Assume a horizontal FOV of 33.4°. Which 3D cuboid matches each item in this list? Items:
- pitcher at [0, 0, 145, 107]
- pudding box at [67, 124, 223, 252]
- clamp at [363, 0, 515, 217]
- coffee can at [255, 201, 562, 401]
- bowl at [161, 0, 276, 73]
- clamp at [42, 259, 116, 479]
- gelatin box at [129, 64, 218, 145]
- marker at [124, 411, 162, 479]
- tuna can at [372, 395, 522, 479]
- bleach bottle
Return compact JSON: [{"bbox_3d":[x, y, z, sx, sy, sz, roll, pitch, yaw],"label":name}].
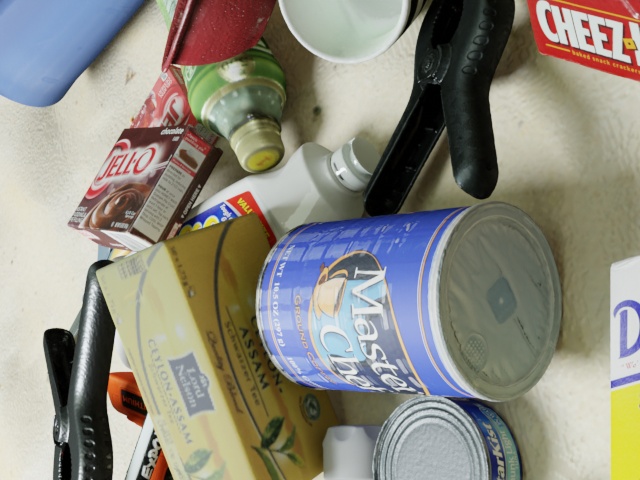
[{"bbox_3d":[-0.208,-0.232,0.894,0.243,0.144,0.149,-37,32,29],"label":"pitcher"},{"bbox_3d":[-0.130,-0.038,0.781,0.114,0.039,0.090,7,66,53],"label":"pudding box"},{"bbox_3d":[0.072,-0.090,0.631,0.120,0.039,0.171,-19,53,54],"label":"clamp"},{"bbox_3d":[0.047,0.035,0.596,0.141,0.102,0.103,-5,78,48],"label":"coffee can"},{"bbox_3d":[-0.055,-0.179,0.695,0.162,0.055,0.162,-164,90,-77],"label":"bowl"},{"bbox_3d":[-0.170,0.126,0.770,0.165,0.036,0.210,129,139,-51],"label":"clamp"},{"bbox_3d":[-0.122,-0.085,0.861,0.089,0.030,0.073,-54,48,27],"label":"gelatin box"},{"bbox_3d":[-0.121,0.148,0.737,0.020,0.020,0.121,35,109,46],"label":"marker"},{"bbox_3d":[0.071,0.131,0.601,0.086,0.033,0.086,-13,73,46],"label":"tuna can"},{"bbox_3d":[-0.055,0.001,0.748,0.251,0.067,0.102,-37,56,35],"label":"bleach bottle"}]
